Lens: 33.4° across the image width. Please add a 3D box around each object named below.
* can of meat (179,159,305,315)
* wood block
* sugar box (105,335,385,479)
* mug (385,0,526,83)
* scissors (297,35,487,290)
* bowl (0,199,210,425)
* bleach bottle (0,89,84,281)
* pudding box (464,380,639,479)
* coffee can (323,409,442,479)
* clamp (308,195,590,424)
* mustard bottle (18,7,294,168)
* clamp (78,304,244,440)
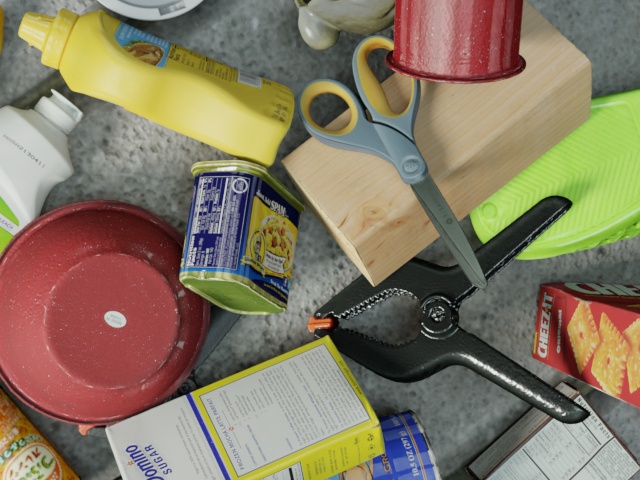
[{"bbox_3d":[-0.055,0.001,0.754,0.058,0.102,0.084,0,72,23],"label":"can of meat"},{"bbox_3d":[0.087,-0.073,0.772,0.206,0.090,0.091,-38,66,-3],"label":"wood block"},{"bbox_3d":[-0.053,0.141,0.753,0.176,0.093,0.048,-23,135,-11],"label":"sugar box"},{"bbox_3d":[0.095,-0.158,0.696,0.093,0.117,0.081,15,120,28],"label":"mug"},{"bbox_3d":[0.041,-0.048,0.714,0.096,0.016,0.202,-15,65,9],"label":"scissors"},{"bbox_3d":[-0.148,0.053,0.734,0.161,0.055,0.162,-1,93,-20],"label":"bowl"},{"bbox_3d":[-0.250,0.005,0.751,0.102,0.068,0.251,40,84,-28],"label":"bleach bottle"},{"bbox_3d":[0.189,0.184,0.866,0.113,0.039,0.090,-41,101,-5],"label":"pudding box"},{"bbox_3d":[0.013,0.193,0.801,0.140,0.103,0.103,-13,99,-9],"label":"coffee can"},{"bbox_3d":[0.096,0.066,0.789,0.210,0.036,0.164,-12,77,15],"label":"clamp"},{"bbox_3d":[-0.115,-0.113,0.743,0.191,0.096,0.058,22,111,-12],"label":"mustard bottle"},{"bbox_3d":[-0.101,0.097,0.803,0.171,0.039,0.120,-11,92,-16],"label":"clamp"}]
